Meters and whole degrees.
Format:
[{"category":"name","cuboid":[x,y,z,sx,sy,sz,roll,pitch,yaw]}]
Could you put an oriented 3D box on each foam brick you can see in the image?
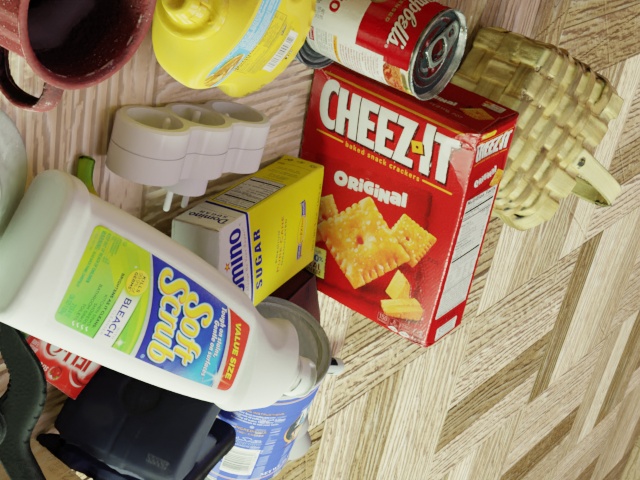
[{"category":"foam brick","cuboid":[-0.037,0.059,0.964,0.053,0.051,0.078,-44,148,-30]}]

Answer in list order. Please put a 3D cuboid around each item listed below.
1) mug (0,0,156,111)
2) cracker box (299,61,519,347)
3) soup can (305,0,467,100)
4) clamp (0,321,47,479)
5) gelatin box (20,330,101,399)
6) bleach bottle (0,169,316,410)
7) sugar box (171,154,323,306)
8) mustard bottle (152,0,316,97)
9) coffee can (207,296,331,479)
[{"category":"mug","cuboid":[-0.151,-0.128,0.576,0.093,0.082,0.117,-17,129,-52]},{"category":"cracker box","cuboid":[0.059,-0.036,0.914,0.071,0.164,0.214,-30,140,-46]},{"category":"soup can","cuboid":[0.046,-0.152,0.775,0.068,0.102,0.068,-38,145,-34]},{"category":"clamp","cuboid":[-0.229,0.125,0.687,0.120,0.039,0.171,-5,93,-24]},{"category":"gelatin box","cuboid":[-0.180,0.065,0.760,0.073,0.030,0.089,-53,150,-14]},{"category":"bleach bottle","cuboid":[-0.095,0.049,0.723,0.250,0.068,0.102,28,86,-38]},{"category":"sugar box","cuboid":[-0.055,0.001,0.844,0.176,0.048,0.093,-42,142,-58]},{"category":"mustard bottle","cuboid":[-0.059,-0.140,0.674,0.096,0.058,0.191,-51,174,11]},{"category":"coffee can","cuboid":[-0.058,0.130,0.910,0.102,0.103,0.140,-33,155,-40]}]
